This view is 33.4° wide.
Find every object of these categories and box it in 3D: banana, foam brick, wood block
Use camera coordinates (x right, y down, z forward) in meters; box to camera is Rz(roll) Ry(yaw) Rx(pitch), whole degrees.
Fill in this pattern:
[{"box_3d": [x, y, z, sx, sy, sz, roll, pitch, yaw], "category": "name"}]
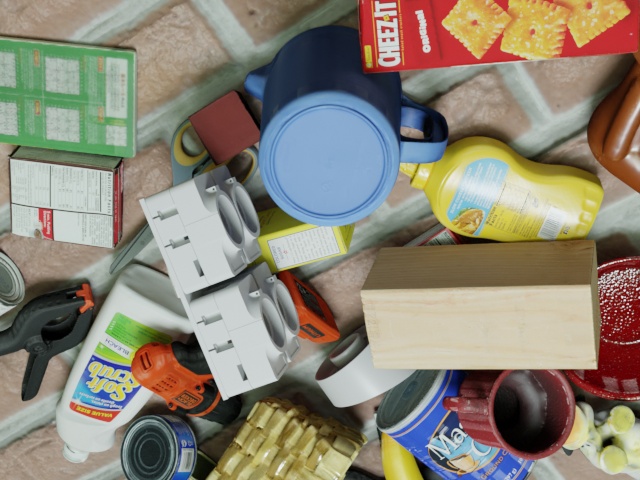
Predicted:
[{"box_3d": [0.121, 0.285, 1.146, 0.197, 0.069, 0.037, 45, 148, -14], "category": "banana"}, {"box_3d": [-0.086, -0.106, 0.997, 0.051, 0.078, 0.053, -30, 97, 3], "category": "foam brick"}, {"box_3d": [0.152, 0.061, 0.998, 0.206, 0.090, 0.090, -2, 116, 19], "category": "wood block"}]

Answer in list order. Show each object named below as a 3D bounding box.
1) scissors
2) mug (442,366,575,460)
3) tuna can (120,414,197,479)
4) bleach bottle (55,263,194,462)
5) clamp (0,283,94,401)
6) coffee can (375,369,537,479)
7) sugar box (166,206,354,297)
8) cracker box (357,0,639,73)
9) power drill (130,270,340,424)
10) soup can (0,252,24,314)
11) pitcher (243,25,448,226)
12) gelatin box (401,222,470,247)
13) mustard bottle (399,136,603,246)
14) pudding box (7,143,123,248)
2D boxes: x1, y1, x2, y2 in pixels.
[{"box_3d": [-0.156, -0.051, 1.067, 0.202, 0.016, 0.096, -29, 104, 13], "category": "scissors"}, {"box_3d": [0.172, 0.159, 1.020, 0.117, 0.082, 0.093, 3, 84, -20], "category": "mug"}, {"box_3d": [-0.179, 0.235, 1.176, 0.086, 0.033, 0.086, -7, 76, 31], "category": "tuna can"}, {"box_3d": [-0.217, 0.149, 1.153, 0.102, 0.068, 0.251, 27, 117, -4], "category": "bleach bottle"}, {"box_3d": [-0.303, 0.112, 1.151, 0.171, 0.039, 0.120, -30, 143, 11], "category": "clamp"}, {"box_3d": [0.143, 0.195, 1.106, 0.140, 0.102, 0.103, 40, 113, -12], "category": "coffee can"}, {"box_3d": [-0.057, 0.001, 1.045, 0.176, 0.093, 0.048, -13, 107, 12], "category": "sugar box"}, {"box_3d": [0.143, -0.198, 0.888, 0.214, 0.164, 0.072, -2, 113, 8], "category": "cracker box"}, {"box_3d": [-0.077, 0.118, 1.095, 0.188, 0.057, 0.184, -33, 148, 8], "category": "power drill"}, {"box_3d": [-0.373, 0.061, 1.127, 0.102, 0.068, 0.068, -29, 108, 18], "category": "soup can"}, {"box_3d": [0.019, -0.097, 0.908, 0.149, 0.243, 0.145, -30, 107, 11], "category": "pitcher"}, {"box_3d": [0.115, 0.030, 1.073, 0.089, 0.030, 0.073, -35, 105, 21], "category": "gelatin box"}, {"box_3d": [0.162, -0.046, 1.015, 0.191, 0.058, 0.096, 19, 118, -2], "category": "mustard bottle"}, {"box_3d": [-0.257, -0.044, 1.080, 0.113, 0.039, 0.090, 7, 115, 2], "category": "pudding box"}]
